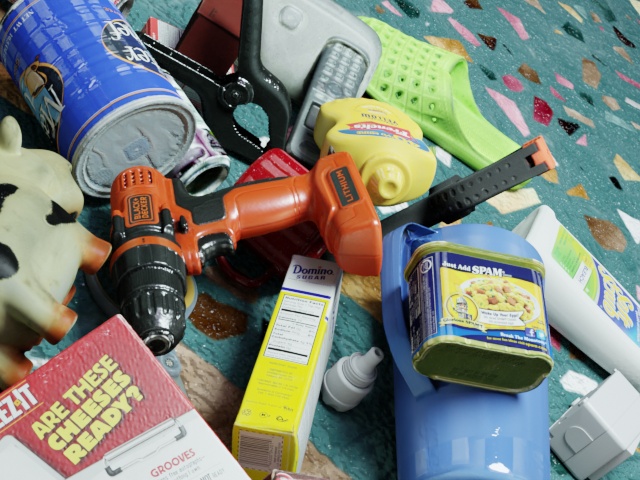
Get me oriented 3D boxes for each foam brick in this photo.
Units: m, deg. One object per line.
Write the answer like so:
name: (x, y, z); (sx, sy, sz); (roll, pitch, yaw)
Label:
foam brick: (-0.094, -0.192, 0.972); (0.053, 0.051, 0.078); (30, 36, -12)

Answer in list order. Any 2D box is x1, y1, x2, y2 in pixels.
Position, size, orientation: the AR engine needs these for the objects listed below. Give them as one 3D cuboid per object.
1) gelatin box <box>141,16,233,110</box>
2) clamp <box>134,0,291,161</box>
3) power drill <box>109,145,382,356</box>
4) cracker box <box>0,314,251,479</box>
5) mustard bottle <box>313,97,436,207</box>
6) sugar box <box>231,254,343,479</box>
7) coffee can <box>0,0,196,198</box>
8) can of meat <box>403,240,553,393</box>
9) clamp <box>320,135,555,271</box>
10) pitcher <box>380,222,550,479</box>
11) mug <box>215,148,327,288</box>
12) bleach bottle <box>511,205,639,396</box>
gelatin box: (-0.123, -0.159, 0.982); (0.089, 0.030, 0.073); (20, 40, -27)
clamp: (-0.069, -0.142, 0.931); (0.171, 0.120, 0.039); (51, 22, -28)
power drill: (-0.055, 0.001, 0.751); (0.187, 0.057, 0.184); (-8, 40, -9)
cracker box: (-0.109, 0.174, 0.568); (0.164, 0.072, 0.214); (-36, 78, -26)
mustard bottle: (0.047, -0.071, 0.899); (0.096, 0.058, 0.191); (13, 19, -8)
sugar box: (-0.023, 0.099, 0.746); (0.048, 0.093, 0.176); (10, 37, 3)
coffee can: (-0.174, -0.118, 0.823); (0.102, 0.103, 0.140); (-9, 55, -46)
can of meat: (0.113, 0.056, 0.761); (0.102, 0.058, 0.084); (11, 51, -13)
clamp: (0.115, -0.036, 0.934); (0.164, 0.210, 0.036); (-27, 89, -58)
pitcher: (0.110, 0.107, 0.832); (0.149, 0.145, 0.242); (7, 45, -1)
mug: (-0.038, -0.013, 0.869); (0.081, 0.093, 0.117); (40, 71, 7)
bleach bottle: (0.290, 0.081, 1.077); (0.251, 0.068, 0.102); (41, 36, -3)
